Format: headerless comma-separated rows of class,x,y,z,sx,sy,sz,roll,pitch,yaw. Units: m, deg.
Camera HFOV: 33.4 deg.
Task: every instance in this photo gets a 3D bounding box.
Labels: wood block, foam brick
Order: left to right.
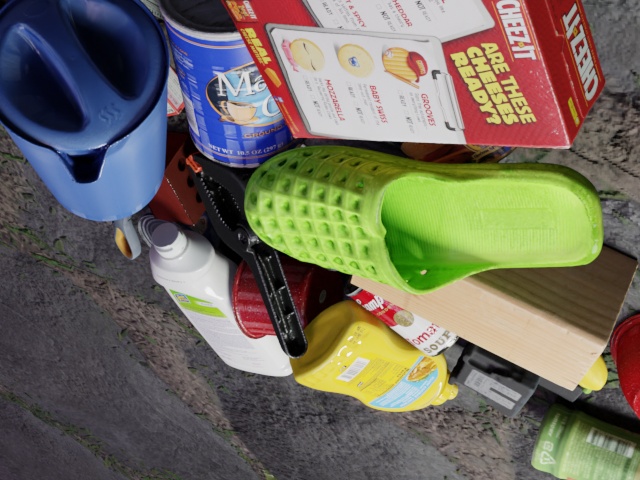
foam brick,-0.145,-0.062,1.040,0.051,0.053,0.078,10,144,32
wood block,0.140,0.027,0.883,0.206,0.090,0.091,26,150,9

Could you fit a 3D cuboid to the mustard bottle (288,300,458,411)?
mustard bottle,0.068,0.125,1.056,0.191,0.058,0.096,25,119,-36

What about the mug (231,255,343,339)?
mug,-0.024,0.060,1.084,0.082,0.093,0.117,3,165,32

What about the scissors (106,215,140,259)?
scissors,-0.217,-0.043,1.119,0.096,0.016,0.202,50,159,17

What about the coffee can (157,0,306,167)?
coffee can,-0.060,-0.139,0.808,0.103,0.102,0.140,20,147,19

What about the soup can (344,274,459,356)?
soup can,0.082,0.053,0.990,0.102,0.068,0.069,38,149,-11

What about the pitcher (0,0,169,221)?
pitcher,-0.184,-0.107,0.858,0.145,0.149,0.243,36,165,4

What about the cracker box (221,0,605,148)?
cracker box,0.047,-0.141,0.650,0.214,0.072,0.164,6,138,39

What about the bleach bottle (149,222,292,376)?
bleach bottle,-0.102,0.059,1.113,0.103,0.068,0.250,6,152,24

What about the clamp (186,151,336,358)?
clamp,-0.056,0.001,0.981,0.210,0.036,0.165,47,143,26

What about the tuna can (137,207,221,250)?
tuna can,-0.149,-0.009,1.137,0.086,0.033,0.086,22,148,15

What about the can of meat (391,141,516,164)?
can of meat,0.093,-0.093,0.785,0.084,0.057,0.102,41,148,-19
